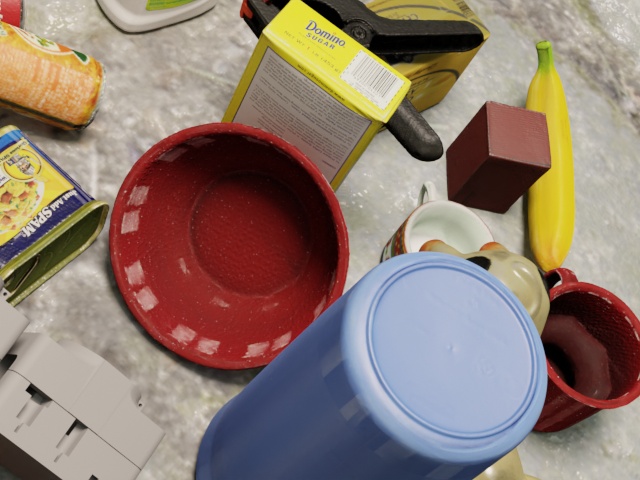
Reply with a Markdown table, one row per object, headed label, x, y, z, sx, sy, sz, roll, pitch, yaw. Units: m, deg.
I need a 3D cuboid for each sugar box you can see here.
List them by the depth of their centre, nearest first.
| label | x | y | z | sx | sy | sz | roll | pitch | yaw |
| --- | --- | --- | --- | --- | --- | --- | --- | --- | --- |
| sugar box | -0.017 | -0.072 | 0.715 | 0.093 | 0.176 | 0.048 | 37 | 59 | 0 |

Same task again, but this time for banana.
| label | x | y | z | sx | sy | sz | roll | pitch | yaw |
| --- | --- | --- | --- | --- | --- | --- | --- | --- | --- |
| banana | 0.181 | -0.058 | 0.855 | 0.069 | 0.037 | 0.198 | 37 | 49 | -55 |

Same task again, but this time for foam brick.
| label | x | y | z | sx | sy | sz | roll | pitch | yaw |
| --- | --- | --- | --- | --- | --- | --- | --- | --- | --- |
| foam brick | 0.137 | -0.064 | 0.830 | 0.053 | 0.078 | 0.051 | 11 | 62 | -16 |

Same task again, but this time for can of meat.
| label | x | y | z | sx | sy | sz | roll | pitch | yaw |
| --- | --- | --- | --- | --- | --- | --- | --- | --- | --- |
| can of meat | -0.203 | -0.014 | 0.686 | 0.084 | 0.058 | 0.102 | 42 | 56 | 7 |

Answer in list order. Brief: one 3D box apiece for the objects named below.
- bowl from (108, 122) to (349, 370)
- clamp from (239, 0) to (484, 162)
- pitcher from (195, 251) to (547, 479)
| label | x | y | z | sx | sy | sz | roll | pitch | yaw |
| --- | --- | --- | --- | --- | --- | --- | --- | --- | --- |
| bowl | -0.055 | 0.001 | 0.704 | 0.162 | 0.162 | 0.055 | 41 | 17 | 3 |
| clamp | 0.031 | -0.137 | 0.735 | 0.171 | 0.039 | 0.120 | 33 | 55 | 0 |
| pitcher | 0.026 | 0.096 | 0.603 | 0.144 | 0.243 | 0.149 | -6 | 66 | -25 |
